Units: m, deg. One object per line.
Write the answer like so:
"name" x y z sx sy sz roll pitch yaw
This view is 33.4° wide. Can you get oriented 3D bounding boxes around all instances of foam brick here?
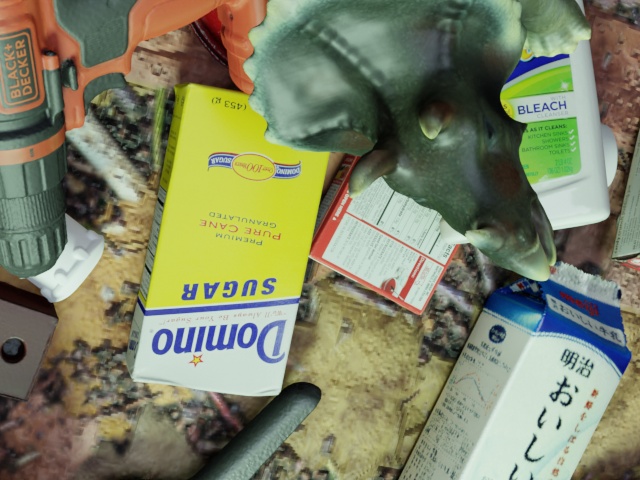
"foam brick" -0.193 0.049 0.596 0.078 0.051 0.053 20 93 -19

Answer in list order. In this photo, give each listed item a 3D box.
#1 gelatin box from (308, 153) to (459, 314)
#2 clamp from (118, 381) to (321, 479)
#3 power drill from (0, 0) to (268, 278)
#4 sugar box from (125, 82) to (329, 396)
"gelatin box" 0.042 -0.005 0.669 0.089 0.030 0.073 28 89 -19
"clamp" -0.082 0.174 0.657 0.209 0.036 0.164 -5 103 -13
"power drill" -0.091 -0.084 0.525 0.187 0.057 0.184 -23 131 -31
"sugar box" -0.054 0.001 0.633 0.093 0.048 0.176 9 95 -17
